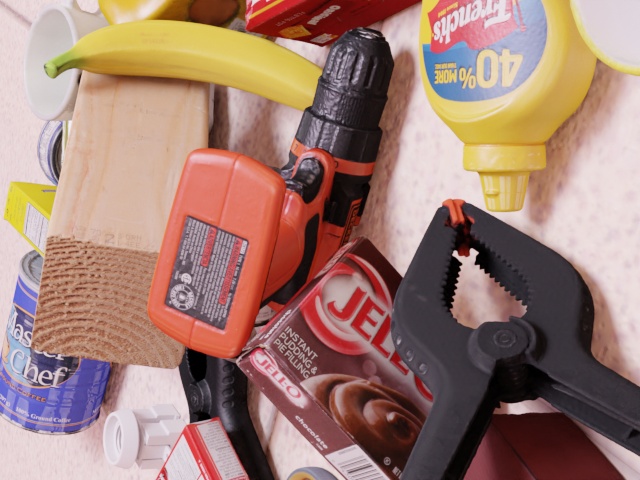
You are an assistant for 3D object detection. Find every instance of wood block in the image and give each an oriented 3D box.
[{"bbox_3d":[-0.123,-0.025,0.686,0.206,0.090,0.091,-96,19,-52],"label":"wood block"}]

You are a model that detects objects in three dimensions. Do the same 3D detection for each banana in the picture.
[{"bbox_3d":[-0.076,-0.114,0.703,0.037,0.198,0.069,96,180,-51],"label":"banana"}]

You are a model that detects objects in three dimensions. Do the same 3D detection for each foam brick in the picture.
[{"bbox_3d":[0.094,0.125,0.501,0.051,0.052,0.078,55,131,45],"label":"foam brick"}]

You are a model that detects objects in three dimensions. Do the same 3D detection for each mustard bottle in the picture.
[{"bbox_3d":[0.089,-0.110,0.517,0.096,0.058,0.191,7,101,49],"label":"mustard bottle"}]

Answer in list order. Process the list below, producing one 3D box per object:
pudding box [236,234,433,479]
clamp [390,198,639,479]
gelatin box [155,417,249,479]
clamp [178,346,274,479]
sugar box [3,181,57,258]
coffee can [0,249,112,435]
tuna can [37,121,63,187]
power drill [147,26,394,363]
[{"bbox_3d":[0.026,0.067,0.533,0.113,0.089,0.039,49,143,-7],"label":"pudding box"},{"bbox_3d":[0.095,0.057,0.477,0.210,0.164,0.036,-93,-8,-46],"label":"clamp"},{"bbox_3d":[-0.079,0.177,0.735,0.073,0.030,0.089,59,139,29],"label":"gelatin box"},{"bbox_3d":[-0.081,0.122,0.787,0.120,0.039,0.171,-30,65,47],"label":"clamp"},{"bbox_3d":[-0.215,-0.011,0.960,0.176,0.093,0.048,24,107,55],"label":"sugar box"},{"bbox_3d":[-0.235,0.090,0.971,0.103,0.102,0.140,46,124,49],"label":"coffee can"},{"bbox_3d":[-0.210,-0.081,0.967,0.034,0.085,0.086,30,111,53],"label":"tuna can"},{"bbox_3d":[-0.017,-0.025,0.591,0.057,0.187,0.184,20,109,16],"label":"power drill"}]
